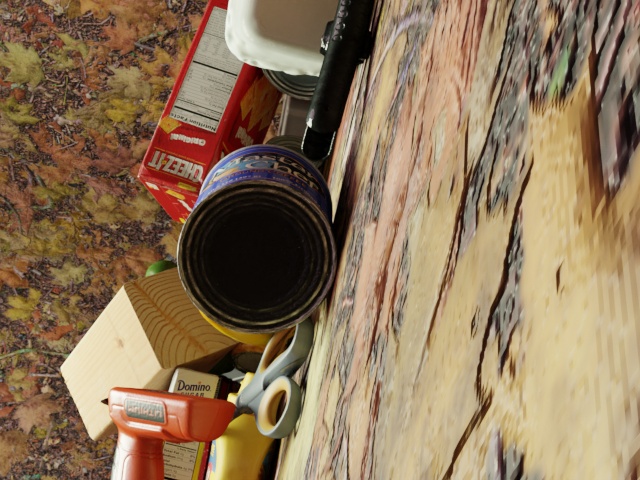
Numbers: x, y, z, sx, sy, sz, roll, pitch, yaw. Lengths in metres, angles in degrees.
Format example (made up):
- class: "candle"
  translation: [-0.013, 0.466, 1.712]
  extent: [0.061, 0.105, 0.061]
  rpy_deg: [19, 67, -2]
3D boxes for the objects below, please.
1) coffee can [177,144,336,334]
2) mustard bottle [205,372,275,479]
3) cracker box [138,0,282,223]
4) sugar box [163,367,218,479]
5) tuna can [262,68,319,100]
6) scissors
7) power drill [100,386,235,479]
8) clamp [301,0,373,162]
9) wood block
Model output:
- class: "coffee can"
  translation: [-0.041, -0.006, 0.743]
  extent: [0.140, 0.102, 0.103]
  rpy_deg: [-92, 14, -76]
- class: "mustard bottle"
  translation: [-0.073, 0.209, 0.912]
  extent: [0.096, 0.058, 0.191]
  rpy_deg: [90, -168, -86]
- class: "cracker box"
  translation: [-0.096, -0.127, 1.072]
  extent: [0.164, 0.072, 0.213]
  rpy_deg: [70, -141, -76]
- class: "sugar box"
  translation: [-0.132, 0.211, 0.940]
  extent: [0.093, 0.048, 0.176]
  rpy_deg: [116, 164, -54]
- class: "tuna can"
  translation: [-0.012, -0.176, 0.992]
  extent: [0.033, 0.086, 0.086]
  rpy_deg: [-79, 3, -49]
- class: "scissors"
  translation: [-0.052, 0.133, 0.802]
  extent: [0.096, 0.016, 0.202]
  rpy_deg: [-93, 27, -44]
- class: "power drill"
  translation: [-0.115, 0.209, 0.798]
  extent: [0.057, 0.185, 0.187]
  rpy_deg: [18, -101, -51]
- class: "clamp"
  translation: [0.016, -0.141, 0.813]
  extent: [0.120, 0.039, 0.171]
  rpy_deg: [129, 159, -73]
- class: "wood block"
  translation: [-0.174, 0.114, 1.057]
  extent: [0.206, 0.090, 0.091]
  rpy_deg: [-44, 69, 50]
